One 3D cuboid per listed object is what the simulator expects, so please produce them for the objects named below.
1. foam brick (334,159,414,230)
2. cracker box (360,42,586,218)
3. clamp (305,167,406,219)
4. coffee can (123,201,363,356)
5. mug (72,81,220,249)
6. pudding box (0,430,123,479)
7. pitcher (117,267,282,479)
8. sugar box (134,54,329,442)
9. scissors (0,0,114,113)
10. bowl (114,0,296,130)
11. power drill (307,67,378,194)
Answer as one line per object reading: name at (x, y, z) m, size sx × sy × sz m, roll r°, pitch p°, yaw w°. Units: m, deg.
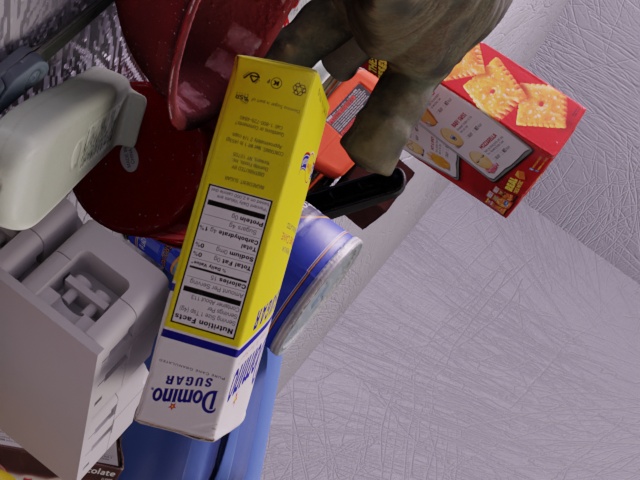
foam brick at (0.048, -0.053, 1.043) m, size 0.053 × 0.051 × 0.078 m, roll -52°, pitch -176°, yaw -19°
cracker box at (0.132, -0.131, 1.044) m, size 0.072 × 0.214 × 0.164 m, roll -53°, pitch 173°, yaw -18°
clamp at (-0.034, -0.020, 0.918) m, size 0.210 × 0.164 × 0.036 m, roll 128°, pitch -36°, yaw -53°
coffee can at (-0.055, 0.001, 0.770) m, size 0.102 × 0.140 × 0.103 m, roll -52°, pitch 172°, yaw -10°
mug at (-0.077, -0.050, 0.585) m, size 0.117 × 0.093 × 0.081 m, roll -41°, pitch 170°, yaw 10°
pudding box at (-0.203, 0.162, 0.729) m, size 0.090 × 0.113 × 0.039 m, roll -58°, pitch -149°, yaw 32°
pitcher at (-0.090, 0.113, 0.847) m, size 0.145 × 0.149 × 0.242 m, roll 57°, pitch 42°, yaw -59°
sugar box at (-0.039, 0.005, 0.524) m, size 0.093 × 0.048 × 0.176 m, roll 29°, pitch 74°, yaw -84°
scissors at (-0.140, -0.057, 0.463) m, size 0.096 × 0.016 × 0.201 m, roll -51°, pitch -179°, yaw 38°
bowl at (-0.047, -0.133, 0.487) m, size 0.162 × 0.055 × 0.162 m, roll -60°, pitch 175°, yaw -10°
power drill at (-0.006, -0.071, 0.995) m, size 0.184 × 0.057 × 0.188 m, roll -51°, pitch -176°, yaw -19°
